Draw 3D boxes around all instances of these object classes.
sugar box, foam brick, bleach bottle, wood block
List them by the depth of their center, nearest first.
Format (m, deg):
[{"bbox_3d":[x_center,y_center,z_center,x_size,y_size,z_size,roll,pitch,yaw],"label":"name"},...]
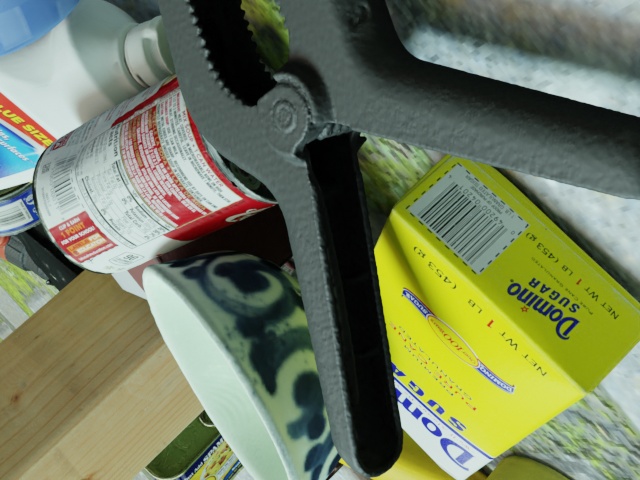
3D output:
[{"bbox_3d":[0.058,0.041,0.441,0.093,0.048,0.176,45,157,12],"label":"sugar box"},{"bbox_3d":[-0.172,-0.073,0.534,0.251,0.068,0.102,-10,131,31],"label":"bleach bottle"},{"bbox_3d":[-0.054,0.001,0.536,0.053,0.078,0.051,8,136,58],"label":"foam brick"},{"bbox_3d":[-0.140,0.091,0.682,0.090,0.205,0.091,32,154,32],"label":"wood block"}]

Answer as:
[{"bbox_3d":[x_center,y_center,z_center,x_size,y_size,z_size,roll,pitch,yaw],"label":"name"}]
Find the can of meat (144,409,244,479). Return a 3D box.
[{"bbox_3d":[-0.099,0.169,0.893,0.057,0.102,0.084,33,157,29],"label":"can of meat"}]

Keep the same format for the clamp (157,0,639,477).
[{"bbox_3d":[0.009,-0.045,0.343,0.165,0.036,0.210,-45,69,43],"label":"clamp"}]

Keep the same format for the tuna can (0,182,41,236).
[{"bbox_3d":[-0.223,-0.045,0.762,0.086,0.086,0.034,30,152,36],"label":"tuna can"}]

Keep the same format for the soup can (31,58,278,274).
[{"bbox_3d":[-0.065,-0.031,0.453,0.102,0.068,0.068,-22,114,33],"label":"soup can"}]
